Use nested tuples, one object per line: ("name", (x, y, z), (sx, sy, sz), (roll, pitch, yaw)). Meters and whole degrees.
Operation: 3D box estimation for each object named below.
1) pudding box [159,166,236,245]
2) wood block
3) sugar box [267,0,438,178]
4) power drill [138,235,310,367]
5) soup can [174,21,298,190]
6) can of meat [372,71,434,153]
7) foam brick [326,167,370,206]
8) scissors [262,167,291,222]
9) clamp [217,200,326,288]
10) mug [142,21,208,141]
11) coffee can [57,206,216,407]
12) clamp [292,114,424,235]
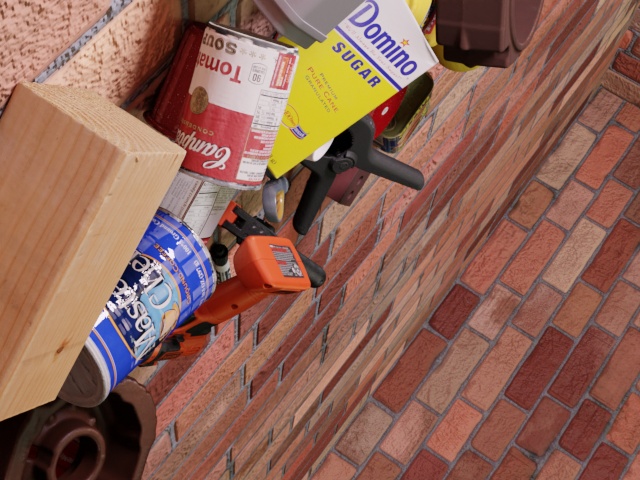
("pudding box", (-0.127, -0.018, 0.974), (0.113, 0.039, 0.090), (-61, 165, 11))
("wood block", (-0.187, 0.007, 0.712), (0.206, 0.090, 0.090), (-60, 167, 12))
("sugar box", (0.005, -0.142, 0.917), (0.176, 0.048, 0.093), (-35, 123, 3))
("power drill", (-0.116, 0.061, 1.009), (0.188, 0.057, 0.184), (-29, 169, 20))
("soup can", (-0.060, -0.093, 0.742), (0.068, 0.068, 0.102), (-18, 127, -69))
("can of meat", (0.101, -0.169, 1.386), (0.102, 0.057, 0.084), (-54, 169, -7))
("foam brick", (0.029, -0.088, 1.328), (0.078, 0.051, 0.053), (-58, 166, 7))
("scissors", (-0.046, -0.076, 1.148), (0.201, 0.016, 0.096), (-80, 166, -72))
("clamp", (-0.057, 0.001, 1.103), (0.039, 0.120, 0.171), (-62, 163, -2))
("mug", (-0.080, -0.119, 0.828), (0.117, 0.093, 0.081), (-113, -134, -69))
("coffee can", (-0.165, 0.050, 0.855), (0.140, 0.103, 0.103), (-45, 162, -40))
("clamp", (0.032, -0.096, 1.197), (0.164, 0.036, 0.210), (-18, 141, -3))
